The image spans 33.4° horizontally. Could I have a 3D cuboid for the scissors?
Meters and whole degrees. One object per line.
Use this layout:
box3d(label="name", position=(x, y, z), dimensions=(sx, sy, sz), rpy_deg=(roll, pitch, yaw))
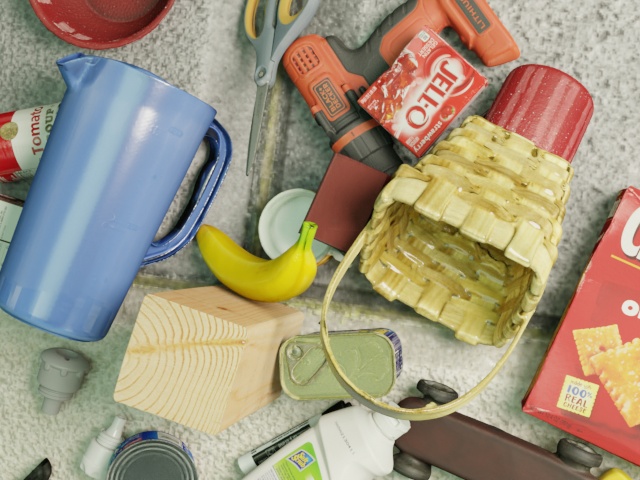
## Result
box3d(label="scissors", position=(-0.035, -0.161, 0.954), dimensions=(0.096, 0.016, 0.202), rpy_deg=(-24, 57, 34))

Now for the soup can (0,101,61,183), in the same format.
box3d(label="soup can", position=(-0.283, -0.093, 1.026), dimensions=(0.102, 0.068, 0.068), rpy_deg=(-9, 88, 10))

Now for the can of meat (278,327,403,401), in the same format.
box3d(label="can of meat", position=(0.021, 0.108, 0.956), dimensions=(0.102, 0.084, 0.057), rpy_deg=(-4, 89, 11))

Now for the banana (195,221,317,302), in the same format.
box3d(label="banana", position=(-0.056, 0.020, 0.944), dimensions=(0.198, 0.037, 0.069), rpy_deg=(0, 83, 55))

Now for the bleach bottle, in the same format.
box3d(label="bleach bottle", position=(-0.019, 0.237, 0.956), dimensions=(0.251, 0.068, 0.103), rpy_deg=(-41, 63, 13))

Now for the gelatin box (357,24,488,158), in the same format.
box3d(label="gelatin box", position=(0.088, -0.127, 0.914), dimensions=(0.073, 0.030, 0.089), rpy_deg=(43, 100, 5))

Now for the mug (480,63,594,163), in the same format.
box3d(label="mug", position=(0.176, -0.096, 0.925), dimensions=(0.093, 0.117, 0.081), rpy_deg=(40, 69, -30))

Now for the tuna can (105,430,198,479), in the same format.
box3d(label="tuna can", position=(-0.158, 0.223, 1.003), dimensions=(0.086, 0.034, 0.086), rpy_deg=(-1, 98, -10))

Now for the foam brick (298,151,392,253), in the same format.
box3d(label="foam brick", position=(0.022, -0.031, 0.918), dimensions=(0.051, 0.053, 0.078), rpy_deg=(25, 92, 8))

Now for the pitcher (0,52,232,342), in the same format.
box3d(label="pitcher", position=(-0.190, -0.034, 0.960), dimensions=(0.149, 0.145, 0.243), rpy_deg=(23, 90, 8))

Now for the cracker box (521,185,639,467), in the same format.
box3d(label="cracker box", position=(0.289, 0.083, 0.909), dimensions=(0.164, 0.072, 0.214), rpy_deg=(25, 94, 10))

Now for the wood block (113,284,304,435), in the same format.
box3d(label="wood block", position=(-0.088, 0.095, 0.916), dimensions=(0.091, 0.206, 0.090), rpy_deg=(18, 93, 11))

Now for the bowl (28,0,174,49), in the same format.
box3d(label="bowl", position=(-0.198, -0.257, 1.015), dimensions=(0.162, 0.055, 0.162), rpy_deg=(0, 90, 11))

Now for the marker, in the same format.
box3d(label="marker", position=(-0.022, 0.183, 0.997), dimensions=(0.121, 0.020, 0.020), rpy_deg=(-31, 84, 9))

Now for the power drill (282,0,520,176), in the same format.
box3d(label="power drill", position=(0.081, -0.143, 0.958), dimensions=(0.188, 0.057, 0.184), rpy_deg=(-34, 84, 9))
